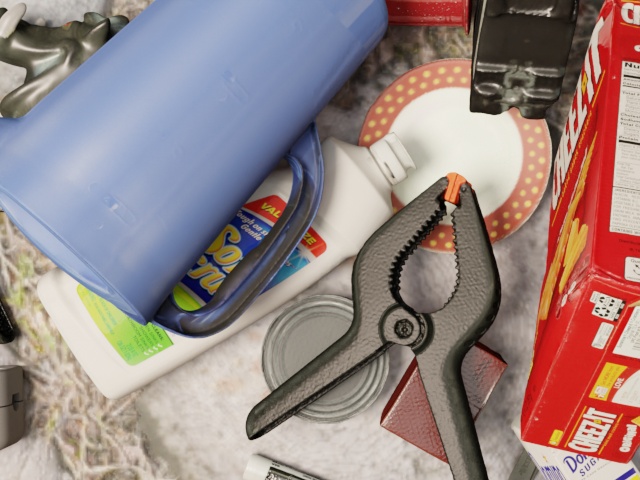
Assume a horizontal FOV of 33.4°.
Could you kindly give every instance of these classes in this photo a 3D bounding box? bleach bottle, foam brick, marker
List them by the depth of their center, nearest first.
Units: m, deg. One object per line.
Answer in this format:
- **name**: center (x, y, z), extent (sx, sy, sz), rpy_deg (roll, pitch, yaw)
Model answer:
- **bleach bottle**: center (-0.055, 0.001, 0.703), extent (0.251, 0.068, 0.102), rpy_deg (-32, 92, 6)
- **foam brick**: center (0.081, 0.098, 0.704), extent (0.053, 0.051, 0.078), rpy_deg (31, 92, 4)
- **marker**: center (0.006, 0.174, 0.725), extent (0.121, 0.020, 0.020), rpy_deg (20, 90, 5)

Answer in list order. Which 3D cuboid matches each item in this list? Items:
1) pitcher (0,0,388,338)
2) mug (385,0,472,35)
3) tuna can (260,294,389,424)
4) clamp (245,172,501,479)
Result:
- **pitcher**: center (-0.067, -0.071, 0.626), extent (0.145, 0.149, 0.242), rpy_deg (35, 75, 26)
- **mug**: center (0.058, -0.193, 0.690), extent (0.081, 0.093, 0.117), rpy_deg (3, 106, 9)
- **tuna can**: center (0.004, 0.079, 0.719), extent (0.086, 0.033, 0.086), rpy_deg (0, 89, 5)
- **clamp**: center (0.045, 0.058, 0.667), extent (0.165, 0.036, 0.210), rpy_deg (11, 88, 16)
